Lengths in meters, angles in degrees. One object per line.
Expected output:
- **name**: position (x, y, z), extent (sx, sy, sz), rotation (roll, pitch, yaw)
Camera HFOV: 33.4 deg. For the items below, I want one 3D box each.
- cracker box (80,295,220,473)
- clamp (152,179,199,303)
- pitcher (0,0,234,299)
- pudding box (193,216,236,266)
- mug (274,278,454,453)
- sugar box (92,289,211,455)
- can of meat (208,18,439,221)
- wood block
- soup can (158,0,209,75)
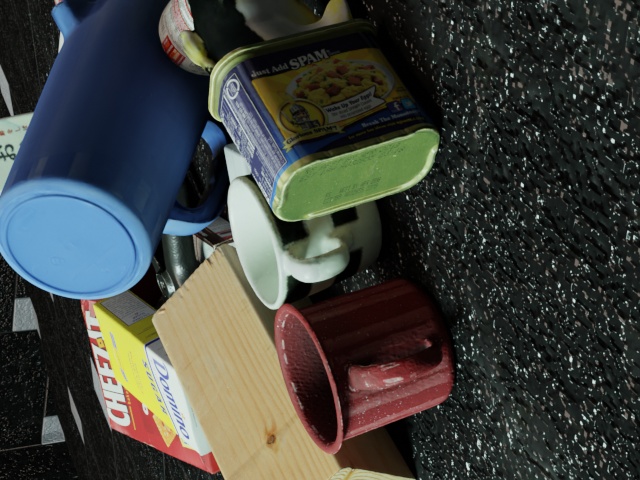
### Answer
- **cracker box**: position (-0.165, 0.139, 1.136), extent (0.214, 0.071, 0.164), rotation (7, 111, 50)
- **clamp**: position (-0.125, 0.029, 0.960), extent (0.165, 0.036, 0.210), rotation (-13, 98, 68)
- **pitcher**: position (-0.146, -0.068, 0.794), extent (0.242, 0.149, 0.145), rotation (-82, -5, -49)
- **pudding box**: position (-0.086, 0.041, 0.984), extent (0.090, 0.039, 0.113), rotation (28, 133, 61)
- **mug**: position (0.031, 0.070, 0.633), extent (0.117, 0.081, 0.093), rotation (165, 88, -70)
- **sugar box**: position (-0.146, 0.117, 0.982), extent (0.176, 0.048, 0.093), rotation (28, 137, 53)
- **can of meat**: position (0.003, -0.064, 0.577), extent (0.084, 0.102, 0.057), rotation (60, 155, 28)
- **wood block**: position (-0.033, 0.113, 0.777), extent (0.091, 0.090, 0.206), rotation (-45, 52, 18)
- **soup can**: position (-0.072, -0.159, 0.746), extent (0.102, 0.068, 0.068), rotation (164, 89, -71)
